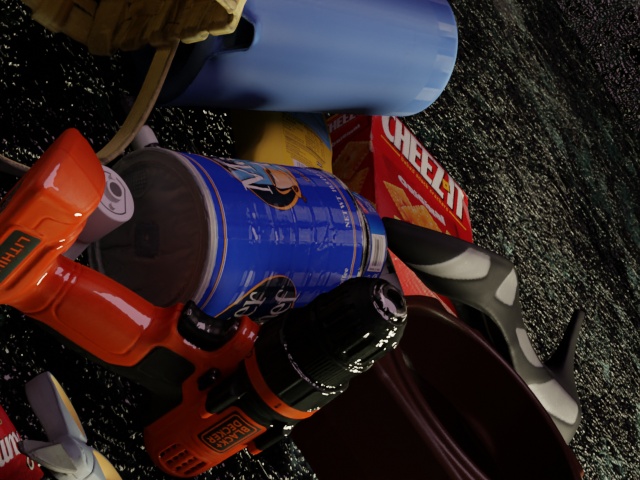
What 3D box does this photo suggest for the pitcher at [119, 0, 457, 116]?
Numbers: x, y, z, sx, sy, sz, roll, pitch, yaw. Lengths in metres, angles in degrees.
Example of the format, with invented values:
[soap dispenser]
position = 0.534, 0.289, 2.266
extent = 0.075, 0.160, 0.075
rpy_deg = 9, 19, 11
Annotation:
[pitcher]
position = -0.023, -0.159, 0.796
extent = 0.242, 0.145, 0.149
rpy_deg = 1, 63, -39

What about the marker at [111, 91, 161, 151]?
[marker]
position = -0.109, -0.046, 0.718
extent = 0.121, 0.020, 0.020
rpy_deg = 63, 26, 7

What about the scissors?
[scissors]
position = -0.117, 0.080, 0.462
extent = 0.096, 0.016, 0.202
rpy_deg = 53, -13, 23

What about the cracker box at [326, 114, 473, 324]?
[cracker box]
position = 0.072, -0.009, 0.949
extent = 0.164, 0.072, 0.213
rpy_deg = 45, 29, -30

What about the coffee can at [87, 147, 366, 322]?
[coffee can]
position = -0.054, 0.001, 0.648
extent = 0.140, 0.103, 0.103
rpy_deg = 2, 61, -51

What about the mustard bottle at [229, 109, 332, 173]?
[mustard bottle]
position = -0.031, -0.081, 0.852
extent = 0.096, 0.058, 0.191
rpy_deg = 32, 37, -34

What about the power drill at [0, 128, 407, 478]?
[power drill]
position = -0.075, 0.032, 0.529
extent = 0.187, 0.185, 0.057
rpy_deg = 41, 35, -18
